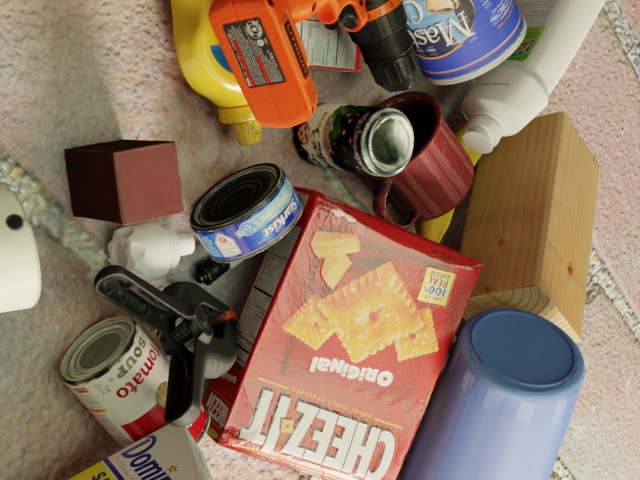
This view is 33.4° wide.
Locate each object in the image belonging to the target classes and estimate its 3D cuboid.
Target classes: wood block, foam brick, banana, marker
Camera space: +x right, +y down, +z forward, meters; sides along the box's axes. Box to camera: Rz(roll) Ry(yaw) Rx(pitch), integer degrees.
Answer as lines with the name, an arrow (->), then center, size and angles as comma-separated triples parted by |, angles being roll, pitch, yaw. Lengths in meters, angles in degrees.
wood block -> 0.196, -0.009, 1.001 | 0.090, 0.090, 0.206 | 46, 45, -35
foam brick -> -0.141, -0.043, 0.763 | 0.051, 0.078, 0.053 | -14, 105, -37
banana -> 0.134, -0.075, 0.999 | 0.037, 0.070, 0.197 | 40, 76, -18
marker -> -0.056, 0.001, 0.879 | 0.120, 0.020, 0.020 | -35, 117, -31

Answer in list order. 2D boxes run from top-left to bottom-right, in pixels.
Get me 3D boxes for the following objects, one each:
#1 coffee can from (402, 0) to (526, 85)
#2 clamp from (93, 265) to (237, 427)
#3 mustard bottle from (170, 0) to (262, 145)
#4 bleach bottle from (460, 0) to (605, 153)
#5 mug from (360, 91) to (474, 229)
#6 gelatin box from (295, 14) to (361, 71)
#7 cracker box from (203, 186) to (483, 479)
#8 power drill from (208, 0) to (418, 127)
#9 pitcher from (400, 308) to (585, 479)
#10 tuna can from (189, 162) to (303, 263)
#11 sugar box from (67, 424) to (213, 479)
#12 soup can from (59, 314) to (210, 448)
coffee can -> 0.105, -0.222, 0.929 | 0.102, 0.103, 0.140 | -50, 124, -24
clamp -> -0.106, 0.061, 0.785 | 0.039, 0.171, 0.120 | -25, 94, 11
mustard bottle -> -0.071, -0.167, 0.817 | 0.096, 0.058, 0.191 | -27, 114, -46
bleach bottle -> 0.190, -0.182, 0.990 | 0.068, 0.103, 0.250 | 48, 60, -31
mug -> 0.080, -0.061, 0.937 | 0.081, 0.093, 0.117 | 46, 55, -40
gelatin box -> -0.005, -0.180, 0.890 | 0.089, 0.030, 0.073 | -3, 99, -40
cracker box -> 0.017, 0.084, 0.875 | 0.164, 0.072, 0.214 | 23, 89, -22
power drill -> 0.004, -0.164, 0.816 | 0.187, 0.057, 0.184 | -52, 125, -44
pitcher -> 0.152, 0.175, 0.948 | 0.144, 0.149, 0.243 | -1, 129, -16
tuna can -> -0.058, -0.023, 0.830 | 0.086, 0.086, 0.033 | -46, 121, -26
sugar box -> -0.157, 0.198, 0.731 | 0.176, 0.093, 0.048 | -31, 117, -6
soup can -> -0.137, 0.113, 0.795 | 0.068, 0.069, 0.102 | -49, 123, -24
